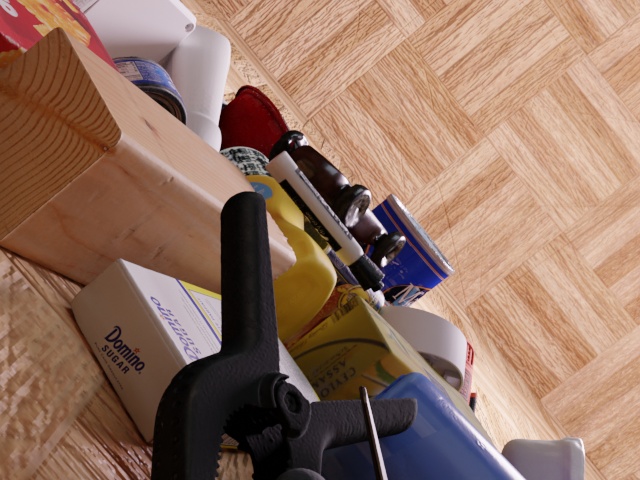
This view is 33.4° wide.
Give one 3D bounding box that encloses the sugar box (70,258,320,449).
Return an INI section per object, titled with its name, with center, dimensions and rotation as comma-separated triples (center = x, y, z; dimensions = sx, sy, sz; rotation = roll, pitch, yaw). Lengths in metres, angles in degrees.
[sugar box]
center = -0.064, 0.072, 0.613
dimensions = 0.093, 0.048, 0.176
rotation = 54, 12, 23

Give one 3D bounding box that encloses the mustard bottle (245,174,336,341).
[mustard bottle]
center = -0.055, 0.001, 0.803
dimensions = 0.058, 0.096, 0.192
rotation = 46, 9, -32

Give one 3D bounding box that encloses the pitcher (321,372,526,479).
[pitcher]
center = 0.101, 0.201, 0.659
dimensions = 0.243, 0.145, 0.149
rotation = 49, -19, 9

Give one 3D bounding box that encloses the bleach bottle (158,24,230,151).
[bleach bottle]
center = -0.120, -0.099, 0.941
dimensions = 0.068, 0.103, 0.251
rotation = 16, 31, -14

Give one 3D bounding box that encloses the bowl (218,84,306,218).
[bowl]
center = -0.070, -0.069, 1.056
dimensions = 0.162, 0.055, 0.162
rotation = 51, -25, 36

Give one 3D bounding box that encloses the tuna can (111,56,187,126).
[tuna can]
center = -0.140, -0.088, 0.768
dimensions = 0.086, 0.086, 0.034
rotation = 40, 14, -53

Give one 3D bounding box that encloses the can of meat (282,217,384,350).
[can of meat]
center = -0.012, 0.044, 0.842
dimensions = 0.084, 0.102, 0.057
rotation = 49, 7, -32

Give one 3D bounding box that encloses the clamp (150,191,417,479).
[clamp]
center = -0.019, 0.088, 0.522
dimensions = 0.164, 0.036, 0.209
rotation = 48, 34, -18

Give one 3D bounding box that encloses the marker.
[marker]
center = 0.005, -0.011, 0.763
dimensions = 0.121, 0.020, 0.020
rotation = 51, 8, -7

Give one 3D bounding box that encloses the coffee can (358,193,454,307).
[coffee can]
center = 0.050, 0.035, 1.083
dimensions = 0.103, 0.140, 0.103
rotation = 50, 8, -10

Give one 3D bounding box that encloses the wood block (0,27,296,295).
[wood block]
center = -0.109, -0.024, 0.634
dimensions = 0.091, 0.090, 0.205
rotation = 56, 9, 29
